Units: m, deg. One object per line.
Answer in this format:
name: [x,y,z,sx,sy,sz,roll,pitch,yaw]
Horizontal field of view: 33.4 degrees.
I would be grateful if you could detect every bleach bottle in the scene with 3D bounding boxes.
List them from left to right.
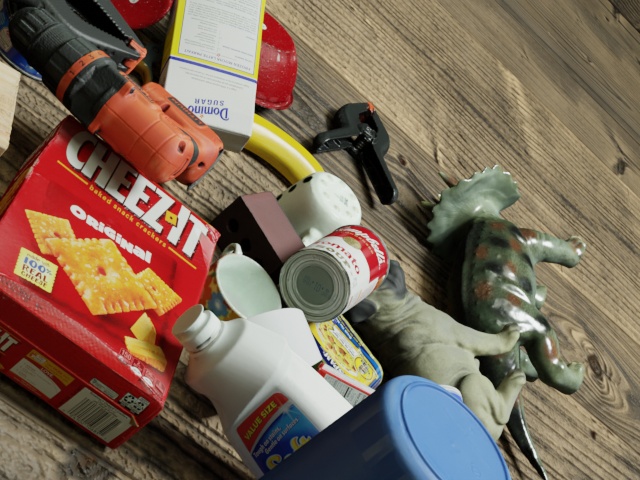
bleach bottle: [-0.024,0.145,0.797,0.250,0.103,0.068,49,26,-23]

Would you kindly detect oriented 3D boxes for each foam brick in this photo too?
foam brick: [-0.057,0.001,0.996,0.078,0.053,0.051,57,31,12]

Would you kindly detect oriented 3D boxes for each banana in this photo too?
banana: [-0.052,-0.091,1.116,0.197,0.037,0.069,39,31,-21]

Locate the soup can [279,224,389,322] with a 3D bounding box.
soup can: [0.013,0.029,0.954,0.068,0.069,0.102,54,26,4]

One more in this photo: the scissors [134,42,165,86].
scissors: [-0.186,-0.199,1.074,0.096,0.016,0.201,41,29,-13]

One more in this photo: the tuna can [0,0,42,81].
tuna can: [-0.251,-0.185,0.953,0.086,0.034,0.086,34,35,-28]

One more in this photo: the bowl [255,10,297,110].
bowl: [-0.080,-0.217,1.169,0.162,0.055,0.162,33,27,-19]

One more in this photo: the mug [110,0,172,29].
mug: [-0.198,-0.262,1.054,0.117,0.093,0.081,-2,42,-8]

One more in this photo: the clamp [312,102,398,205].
clamp: [0.055,-0.111,1.278,0.120,0.039,0.171,46,30,-11]

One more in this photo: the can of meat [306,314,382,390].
can of meat: [0.002,0.111,0.952,0.102,0.058,0.083,53,28,2]

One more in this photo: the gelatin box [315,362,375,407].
gelatin box: [0.023,0.155,0.886,0.089,0.073,0.030,27,5,4]

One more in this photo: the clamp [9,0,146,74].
clamp: [-0.244,-0.216,0.921,0.210,0.036,0.164,42,31,-16]

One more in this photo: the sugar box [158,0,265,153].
sugar box: [-0.109,-0.180,1.058,0.093,0.048,0.176,14,65,-18]

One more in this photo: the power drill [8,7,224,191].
power drill: [-0.164,-0.112,0.897,0.184,0.057,0.187,44,6,9]

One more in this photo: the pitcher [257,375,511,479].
pitcher: [0.007,0.193,0.686,0.144,0.243,0.149,31,29,-28]

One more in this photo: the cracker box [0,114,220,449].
cracker box: [-0.172,0.023,0.798,0.164,0.072,0.213,40,31,-19]
